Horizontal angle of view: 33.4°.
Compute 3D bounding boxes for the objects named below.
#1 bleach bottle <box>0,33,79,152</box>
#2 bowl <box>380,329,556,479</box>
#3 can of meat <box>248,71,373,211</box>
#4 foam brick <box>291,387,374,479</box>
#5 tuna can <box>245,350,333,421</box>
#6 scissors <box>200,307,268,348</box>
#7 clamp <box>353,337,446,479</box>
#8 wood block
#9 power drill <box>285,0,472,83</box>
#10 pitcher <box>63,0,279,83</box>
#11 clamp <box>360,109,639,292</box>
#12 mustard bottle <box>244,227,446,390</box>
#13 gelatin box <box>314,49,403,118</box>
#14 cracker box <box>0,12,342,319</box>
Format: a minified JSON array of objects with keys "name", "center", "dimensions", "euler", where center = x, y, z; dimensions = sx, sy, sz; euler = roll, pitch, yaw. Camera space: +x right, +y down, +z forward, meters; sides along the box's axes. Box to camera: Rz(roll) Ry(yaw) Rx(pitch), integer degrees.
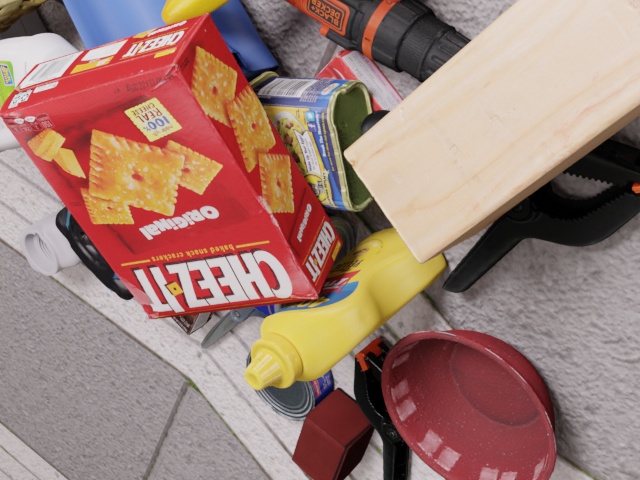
[{"name":"bleach bottle","center":[-0.250,-0.120,0.905],"dimensions":[0.251,0.068,0.102],"euler":[8,116,53]},{"name":"bowl","center":[0.130,0.130,0.868],"dimensions":[0.162,0.055,0.162],"euler":[24,132,30]},{"name":"can of meat","center":[-0.006,-0.073,0.803],"dimensions":[0.084,0.057,0.102],"euler":[8,124,34]},{"name":"foam brick","center":[0.013,0.192,1.026],"dimensions":[0.051,0.052,0.078],"euler":[35,136,20]},{"name":"tuna can","center":[-0.030,0.131,1.038],"dimensions":[0.086,0.033,0.086],"euler":[25,132,30]},{"name":"scissors","center":[-0.062,0.078,1.045],"dimensions":[0.096,0.016,0.202],"euler":[41,139,14]},{"name":"clamp","center":[0.071,0.171,0.969],"dimensions":[0.120,0.039,0.171],"euler":[-25,95,45]},{"name":"wood block","center":[0.127,-0.085,0.644],"dimensions":[0.206,0.090,0.090],"euler":[-39,82,34]},{"name":"power drill","center":[0.048,-0.204,0.706],"dimensions":[0.185,0.057,0.188],"euler":[34,136,21]},{"name":"pitcher","center":[-0.149,-0.205,0.848],"dimensions":[0.149,0.144,0.243],"euler":[-26,95,23]},{"name":"clamp","center":[0.133,-0.041,0.744],"dimensions":[0.210,0.036,0.164],"euler":[-13,121,43]},{"name":"mustard bottle","center":[0.010,0.057,0.825],"dimensions":[0.096,0.191,0.058],"euler":[-12,109,47]},{"name":"gelatin box","center":[0.028,-0.095,0.824],"dimensions":[0.089,0.030,0.073],"euler":[51,139,1]},{"name":"cracker box","center":[-0.105,-0.042,0.774],"dimensions":[0.164,0.072,0.213],"euler":[-8,128,31]}]
